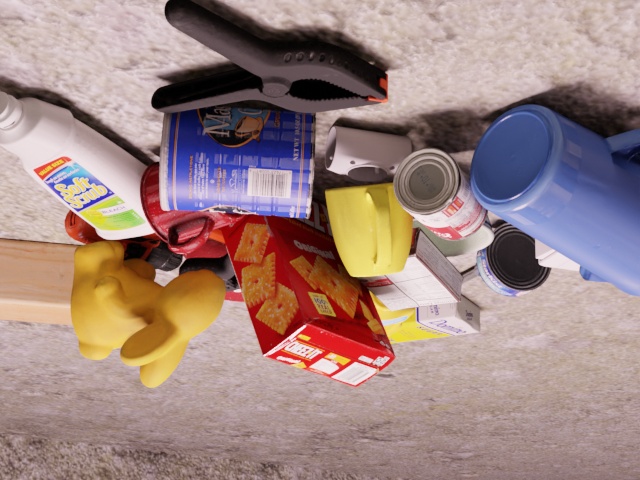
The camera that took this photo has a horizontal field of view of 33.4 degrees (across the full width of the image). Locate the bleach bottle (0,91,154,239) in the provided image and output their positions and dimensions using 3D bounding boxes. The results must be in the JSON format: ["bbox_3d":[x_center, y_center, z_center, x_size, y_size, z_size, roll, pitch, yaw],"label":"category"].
[{"bbox_3d":[-0.254,-0.078,1.090,0.103,0.068,0.250,-7,156,24],"label":"bleach bottle"}]

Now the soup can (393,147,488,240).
[{"bbox_3d":[0.118,-0.044,1.041,0.069,0.068,0.102,-6,164,23],"label":"soup can"}]

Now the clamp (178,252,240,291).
[{"bbox_3d":[-0.112,0.035,1.266,0.172,0.039,0.120,-6,152,30],"label":"clamp"}]

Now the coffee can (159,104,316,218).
[{"bbox_3d":[-0.077,-0.076,1.012,0.140,0.103,0.103,3,160,-3],"label":"coffee can"}]

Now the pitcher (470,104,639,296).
[{"bbox_3d":[0.269,-0.047,1.036,0.242,0.149,0.145,23,176,-37],"label":"pitcher"}]

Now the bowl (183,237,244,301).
[{"bbox_3d":[-0.106,0.042,1.410,0.162,0.055,0.162,2,159,1],"label":"bowl"}]

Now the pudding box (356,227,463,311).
[{"bbox_3d":[0.092,0.034,1.168,0.090,0.039,0.113,-11,146,31],"label":"pudding box"}]

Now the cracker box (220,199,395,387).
[{"bbox_3d":[-0.017,0.040,1.159,0.072,0.214,0.164,-37,143,23],"label":"cracker box"}]

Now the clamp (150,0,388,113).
[{"bbox_3d":[-0.047,-0.141,0.925,0.209,0.036,0.165,9,159,-17],"label":"clamp"}]

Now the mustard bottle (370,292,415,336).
[{"bbox_3d":[0.073,0.088,1.401,0.096,0.058,0.192,0,164,-8],"label":"mustard bottle"}]

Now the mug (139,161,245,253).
[{"bbox_3d":[-0.129,-0.039,1.108,0.082,0.117,0.093,-16,138,31],"label":"mug"}]

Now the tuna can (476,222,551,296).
[{"bbox_3d":[0.230,0.023,1.272,0.086,0.086,0.034,8,161,-14],"label":"tuna can"}]

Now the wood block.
[{"bbox_3d":[-0.354,0.060,1.438,0.206,0.090,0.091,5,159,-7],"label":"wood block"}]

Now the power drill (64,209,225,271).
[{"bbox_3d":[-0.181,-0.010,1.274,0.188,0.057,0.184,-12,158,33],"label":"power drill"}]

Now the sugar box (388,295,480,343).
[{"bbox_3d":[0.142,0.120,1.606,0.176,0.048,0.093,-8,158,30],"label":"sugar box"}]
